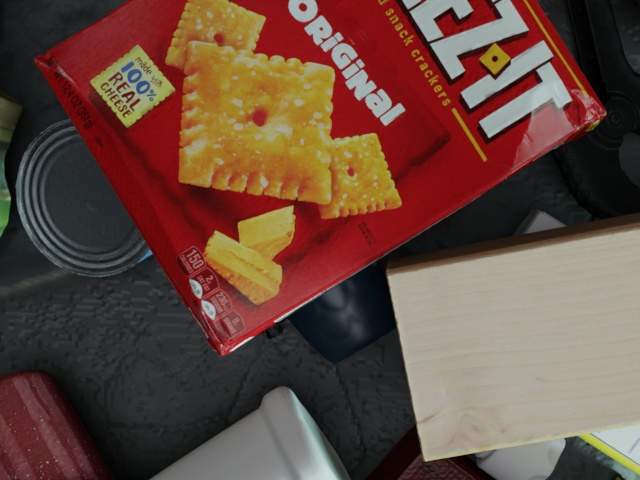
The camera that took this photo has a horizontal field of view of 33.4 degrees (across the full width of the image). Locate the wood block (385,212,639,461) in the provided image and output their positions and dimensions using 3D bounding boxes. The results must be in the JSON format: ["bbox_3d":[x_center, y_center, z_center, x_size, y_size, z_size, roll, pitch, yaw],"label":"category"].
[{"bbox_3d":[0.141,0.036,0.512,0.206,0.090,0.091,-11,92,5],"label":"wood block"}]

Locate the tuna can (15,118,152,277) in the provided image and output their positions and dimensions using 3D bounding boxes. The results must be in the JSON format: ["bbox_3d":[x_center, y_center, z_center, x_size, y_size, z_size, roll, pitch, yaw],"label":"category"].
[{"bbox_3d":[-0.119,-0.025,0.578,0.086,0.033,0.086,3,103,15],"label":"tuna can"}]

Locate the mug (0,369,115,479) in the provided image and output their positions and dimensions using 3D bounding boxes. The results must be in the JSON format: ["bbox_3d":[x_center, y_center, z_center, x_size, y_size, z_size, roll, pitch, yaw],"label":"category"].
[{"bbox_3d":[-0.169,0.127,0.561,0.117,0.093,0.081,-21,66,-36],"label":"mug"}]

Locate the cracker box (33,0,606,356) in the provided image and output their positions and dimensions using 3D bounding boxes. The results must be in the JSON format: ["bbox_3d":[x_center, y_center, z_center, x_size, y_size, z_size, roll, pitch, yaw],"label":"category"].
[{"bbox_3d":[0.000,-0.068,0.512,0.213,0.072,0.164,-32,88,-1],"label":"cracker box"}]

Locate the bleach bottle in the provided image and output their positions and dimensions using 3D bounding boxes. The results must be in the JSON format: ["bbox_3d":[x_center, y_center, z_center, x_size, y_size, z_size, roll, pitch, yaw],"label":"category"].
[{"bbox_3d":[-0.101,0.179,0.565,0.251,0.068,0.102,-30,137,0],"label":"bleach bottle"}]

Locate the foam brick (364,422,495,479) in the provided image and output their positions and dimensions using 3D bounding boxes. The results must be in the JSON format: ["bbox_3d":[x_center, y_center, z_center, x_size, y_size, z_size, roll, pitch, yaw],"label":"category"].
[{"bbox_3d":[0.070,0.146,0.586,0.078,0.051,0.053,41,94,-2],"label":"foam brick"}]
